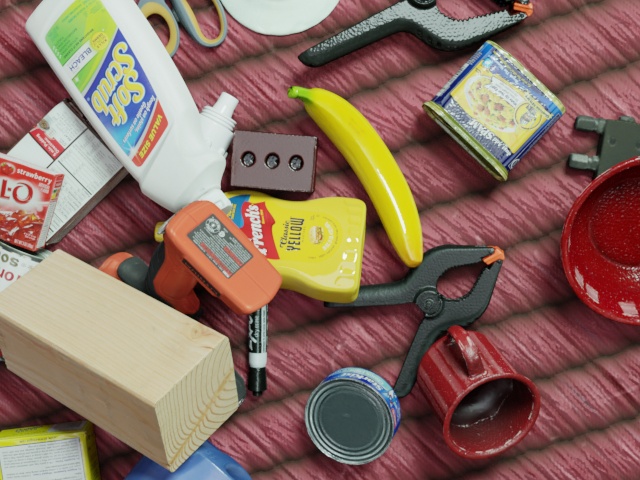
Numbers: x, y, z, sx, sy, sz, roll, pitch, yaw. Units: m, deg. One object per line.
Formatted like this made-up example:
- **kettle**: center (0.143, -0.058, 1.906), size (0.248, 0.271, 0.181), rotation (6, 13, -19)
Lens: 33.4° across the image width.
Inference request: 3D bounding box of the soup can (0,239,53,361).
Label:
- **soup can**: center (-0.291, 0.054, 0.997), size (0.068, 0.068, 0.102), rotation (22, 94, 1)

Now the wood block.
- **wood block**: center (-0.181, 0.100, 0.927), size (0.206, 0.090, 0.090), rotation (24, 138, 29)

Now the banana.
- **banana**: center (0.040, -0.066, 0.974), size (0.037, 0.069, 0.198), rotation (-30, 101, 45)

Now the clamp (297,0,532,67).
- **clamp**: center (0.084, -0.215, 0.968), size (0.210, 0.036, 0.164), rotation (16, 91, -3)

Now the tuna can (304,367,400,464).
- **tuna can**: center (0.031, 0.162, 0.991), size (0.086, 0.033, 0.086), rotation (5, 107, 18)

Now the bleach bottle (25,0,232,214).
- **bleach bottle**: center (-0.156, -0.124, 0.948), size (0.103, 0.068, 0.251), rotation (-41, 77, 14)

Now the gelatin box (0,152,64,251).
- **gelatin box**: center (-0.287, -0.039, 0.972), size (0.089, 0.030, 0.073), rotation (19, 98, 3)

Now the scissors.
- **scissors**: center (-0.167, -0.253, 0.995), size (0.096, 0.016, 0.202), rotation (-39, 91, 5)

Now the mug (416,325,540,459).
- **mug**: center (0.134, 0.126, 0.952), size (0.093, 0.081, 0.117), rotation (-25, 124, -5)

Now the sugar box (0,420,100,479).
- **sugar box**: center (-0.253, 0.266, 1.021), size (0.093, 0.048, 0.176), rotation (-6, 97, 2)

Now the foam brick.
- **foam brick**: center (-0.042, -0.073, 0.983), size (0.078, 0.051, 0.053), rotation (4, 94, 3)

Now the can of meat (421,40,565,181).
- **can of meat**: center (0.157, -0.118, 0.967), size (0.102, 0.057, 0.084), rotation (43, 93, -1)

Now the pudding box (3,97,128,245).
- **pudding box**: center (-0.245, -0.065, 1.001), size (0.113, 0.039, 0.090), rotation (-43, 91, 8)

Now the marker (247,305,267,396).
- **marker**: center (-0.059, 0.087, 1.011), size (0.020, 0.020, 0.121), rotation (1, 94, 3)

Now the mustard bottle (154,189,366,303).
- **mustard bottle**: center (-0.056, 0.001, 0.979), size (0.191, 0.058, 0.096), rotation (5, 66, 4)

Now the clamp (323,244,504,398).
- **clamp**: center (0.090, 0.052, 0.991), size (0.120, 0.039, 0.171), rotation (44, 98, -6)

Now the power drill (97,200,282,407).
- **power drill**: center (-0.108, 0.060, 0.941), size (0.184, 0.188, 0.057), rotation (45, 51, -2)
